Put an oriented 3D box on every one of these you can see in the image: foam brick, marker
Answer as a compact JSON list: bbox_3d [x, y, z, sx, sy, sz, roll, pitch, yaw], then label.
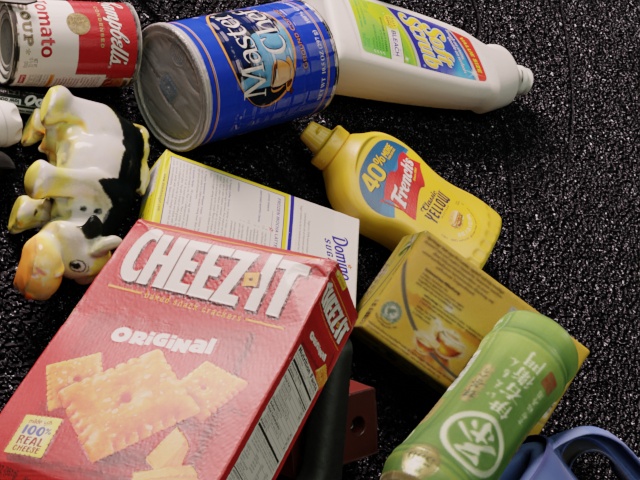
[{"bbox_3d":[-0.005,0.133,0.776,0.078,0.051,0.053,-10,103,-34],"label":"foam brick"},{"bbox_3d":[-0.215,-0.105,0.832,0.120,0.020,0.020,6,59,-27],"label":"marker"}]

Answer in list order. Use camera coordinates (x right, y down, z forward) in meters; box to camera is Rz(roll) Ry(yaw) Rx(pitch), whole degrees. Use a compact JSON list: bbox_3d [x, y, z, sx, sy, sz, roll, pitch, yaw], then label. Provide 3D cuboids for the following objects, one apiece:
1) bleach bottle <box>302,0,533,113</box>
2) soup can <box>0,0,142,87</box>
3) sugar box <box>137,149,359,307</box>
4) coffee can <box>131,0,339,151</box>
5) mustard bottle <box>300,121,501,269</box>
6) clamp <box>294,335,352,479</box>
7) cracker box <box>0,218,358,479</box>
[{"bbox_3d":[0.101,-0.178,1.036,0.250,0.068,0.102,4,61,-31],"label":"bleach bottle"},{"bbox_3d":[-0.201,-0.155,0.840,0.102,0.069,0.068,-5,65,-32],"label":"soup can"},{"bbox_3d":[-0.056,0.001,0.844,0.176,0.048,0.093,21,51,-22],"label":"sugar box"},{"bbox_3d":[-0.070,-0.139,0.884,0.140,0.103,0.103,-21,74,-38],"label":"coffee can"},{"bbox_3d":[0.063,-0.039,0.930,0.191,0.058,0.096,37,55,-5],"label":"mustard bottle"},{"bbox_3d":[0.013,0.192,0.740,0.164,0.036,0.210,41,70,-32],"label":"clamp"},{"bbox_3d":[-0.095,0.094,0.681,0.164,0.072,0.213,12,54,25],"label":"cracker box"}]
